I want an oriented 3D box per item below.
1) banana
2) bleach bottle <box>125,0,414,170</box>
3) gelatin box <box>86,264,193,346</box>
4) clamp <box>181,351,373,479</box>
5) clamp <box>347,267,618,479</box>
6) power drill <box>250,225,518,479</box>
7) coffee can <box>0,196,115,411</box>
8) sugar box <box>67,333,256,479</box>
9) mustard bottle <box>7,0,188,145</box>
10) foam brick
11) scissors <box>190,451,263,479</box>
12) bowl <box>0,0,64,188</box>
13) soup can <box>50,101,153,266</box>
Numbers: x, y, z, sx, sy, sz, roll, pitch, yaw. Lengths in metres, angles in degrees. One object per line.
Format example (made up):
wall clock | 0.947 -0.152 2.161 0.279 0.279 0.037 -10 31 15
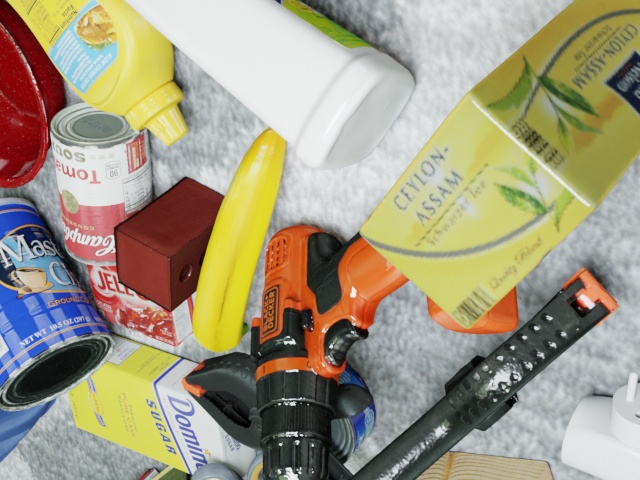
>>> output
banana | -0.060 0.015 0.729 0.037 0.069 0.198 17 131 1
bleach bottle | -0.068 -0.139 0.608 0.251 0.102 0.068 38 107 13
gelatin box | -0.144 0.037 0.845 0.089 0.030 0.073 16 128 31
clamp | -0.025 0.134 0.757 0.172 0.039 0.120 15 122 40
clamp | 0.086 0.095 0.620 0.036 0.164 0.210 48 128 11
power drill | 0.027 0.048 0.624 0.057 0.184 0.188 22 143 -35
coffee can | -0.244 0.050 0.860 0.140 0.102 0.103 55 140 18
sugar box | -0.140 0.139 0.902 0.176 0.048 0.093 15 127 33
mustard bottle | -0.150 -0.145 0.703 0.191 0.058 0.096 54 139 -4
foam brick | -0.100 0.002 0.750 0.051 0.078 0.053 25 134 23
scissors | -0.034 0.235 0.893 0.096 0.016 0.201 -32 129 8
bowl | -0.244 -0.122 0.798 0.162 0.055 0.162 21 130 27
soup can | -0.156 -0.042 0.773 0.069 0.068 0.102 22 130 27
